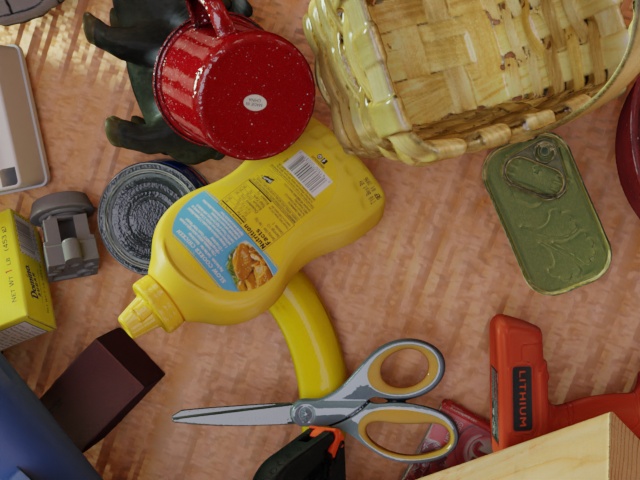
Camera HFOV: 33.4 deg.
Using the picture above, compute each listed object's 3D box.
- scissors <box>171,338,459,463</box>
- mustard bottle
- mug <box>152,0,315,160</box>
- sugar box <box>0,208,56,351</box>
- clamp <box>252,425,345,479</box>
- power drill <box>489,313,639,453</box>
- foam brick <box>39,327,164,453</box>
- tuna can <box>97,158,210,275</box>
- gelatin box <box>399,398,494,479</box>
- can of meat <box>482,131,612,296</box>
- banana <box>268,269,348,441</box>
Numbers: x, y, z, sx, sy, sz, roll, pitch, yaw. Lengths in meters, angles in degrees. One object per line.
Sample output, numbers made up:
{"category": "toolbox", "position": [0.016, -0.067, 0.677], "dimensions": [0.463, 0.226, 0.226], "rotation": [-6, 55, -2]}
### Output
{"category": "scissors", "position": [0.001, 0.103, 0.749], "dimensions": [0.202, 0.016, 0.096], "rotation": [12, 94, 5]}
{"category": "mustard bottle", "position": [-0.055, 0.001, 0.721], "dimensions": [0.191, 0.058, 0.096], "rotation": [-38, 73, -16]}
{"category": "mug", "position": [-0.057, -0.109, 0.687], "dimensions": [0.093, 0.082, 0.117], "rotation": [-24, 114, -15]}
{"category": "sugar box", "position": [-0.292, 0.052, 0.809], "dimensions": [0.176, 0.048, 0.093], "rotation": [-22, 65, 10]}
{"category": "clamp", "position": [-0.022, 0.208, 0.703], "dimensions": [0.039, 0.171, 0.120], "rotation": [7, 143, 44]}
{"category": "power drill", "position": [0.209, 0.087, 0.711], "dimensions": [0.187, 0.057, 0.184], "rotation": [0, 90, 3]}
{"category": "foam brick", "position": [-0.166, 0.112, 0.802], "dimensions": [0.053, 0.051, 0.078], "rotation": [46, 102, 4]}
{"category": "tuna can", "position": [-0.120, -0.017, 0.787], "dimensions": [0.086, 0.033, 0.086], "rotation": [1, 96, 11]}
{"category": "gelatin box", "position": [0.101, 0.169, 0.766], "dimensions": [0.073, 0.030, 0.089], "rotation": [28, 101, 7]}
{"category": "can of meat", "position": [0.149, -0.021, 0.708], "dimensions": [0.057, 0.084, 0.102], "rotation": [-23, 92, 13]}
{"category": "banana", "position": [-0.021, 0.074, 0.774], "dimensions": [0.069, 0.037, 0.198], "rotation": [-28, 95, 6]}
